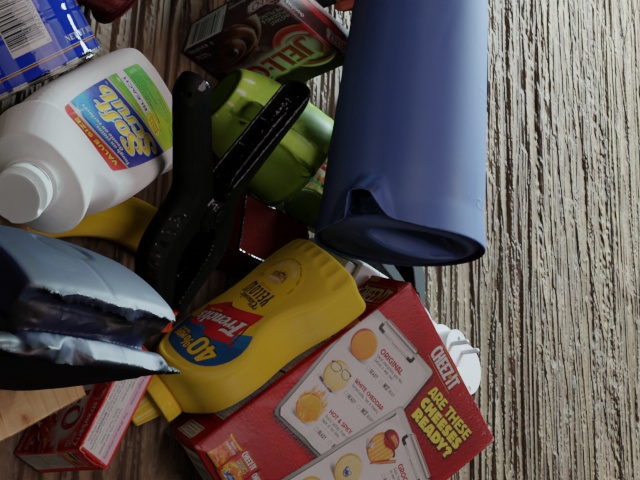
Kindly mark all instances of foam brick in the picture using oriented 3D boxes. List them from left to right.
[{"bbox_3d":[-0.056,0.001,0.891,0.078,0.053,0.051,27,61,-43],"label":"foam brick"}]

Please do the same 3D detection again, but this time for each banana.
[{"bbox_3d":[-0.160,-0.005,0.782,0.197,0.037,0.069,23,63,-45],"label":"banana"}]

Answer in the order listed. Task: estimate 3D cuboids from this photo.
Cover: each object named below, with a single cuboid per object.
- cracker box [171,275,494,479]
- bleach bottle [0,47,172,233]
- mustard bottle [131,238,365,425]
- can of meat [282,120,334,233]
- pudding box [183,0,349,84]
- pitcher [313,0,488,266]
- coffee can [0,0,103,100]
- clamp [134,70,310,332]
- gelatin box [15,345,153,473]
[{"bbox_3d":[0.012,0.154,0.852,0.213,0.072,0.164,-36,110,-19],"label":"cracker box"},{"bbox_3d":[-0.151,-0.057,0.697,0.102,0.068,0.250,62,13,-15],"label":"bleach bottle"},{"bbox_3d":[-0.066,0.077,0.810,0.191,0.096,0.058,-36,126,-14],"label":"mustard bottle"},{"bbox_3d":[0.025,-0.043,0.940,0.102,0.058,0.083,30,53,-8],"label":"can of meat"},{"bbox_3d":[-0.044,-0.168,0.901,0.090,0.114,0.039,35,52,-39],"label":"pudding box"},{"bbox_3d":[0.077,-0.102,0.862,0.145,0.149,0.243,11,75,-15],"label":"pitcher"},{"bbox_3d":[-0.221,-0.167,0.700,0.102,0.103,0.140,-42,112,-46],"label":"coffee can"},{"bbox_3d":[-0.089,-0.029,0.763,0.210,0.036,0.164,-63,159,10],"label":"clamp"},{"bbox_3d":[-0.158,0.112,0.724,0.030,0.073,0.089,47,48,-32],"label":"gelatin box"}]
